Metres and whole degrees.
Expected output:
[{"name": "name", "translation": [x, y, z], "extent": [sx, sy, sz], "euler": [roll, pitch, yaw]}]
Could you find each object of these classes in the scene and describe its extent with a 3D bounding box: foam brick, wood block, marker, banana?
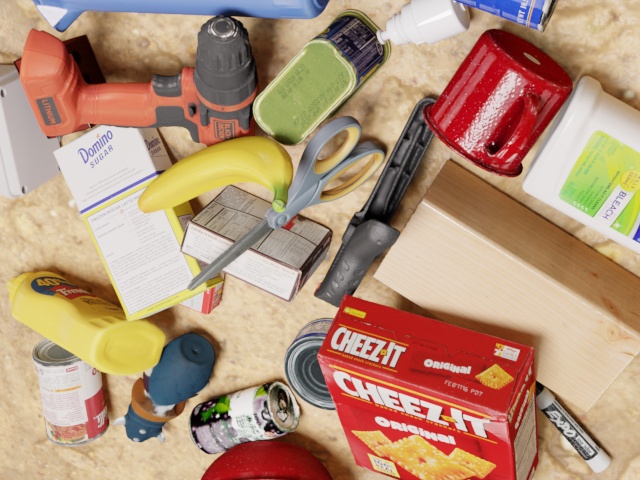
[{"name": "foam brick", "translation": [-0.232, -0.141, 0.977], "extent": [0.051, 0.053, 0.078], "euler": [-11, 111, 26]}, {"name": "wood block", "translation": [0.162, 0.035, 0.884], "extent": [0.206, 0.090, 0.091], "euler": [32, 123, 4]}, {"name": "marker", "translation": [0.217, 0.161, 0.965], "extent": [0.121, 0.020, 0.020], "euler": [48, 122, -6]}, {"name": "banana", "translation": [-0.082, -0.055, 0.885], "extent": [0.198, 0.069, 0.037], "euler": [-1, 132, 49]}]

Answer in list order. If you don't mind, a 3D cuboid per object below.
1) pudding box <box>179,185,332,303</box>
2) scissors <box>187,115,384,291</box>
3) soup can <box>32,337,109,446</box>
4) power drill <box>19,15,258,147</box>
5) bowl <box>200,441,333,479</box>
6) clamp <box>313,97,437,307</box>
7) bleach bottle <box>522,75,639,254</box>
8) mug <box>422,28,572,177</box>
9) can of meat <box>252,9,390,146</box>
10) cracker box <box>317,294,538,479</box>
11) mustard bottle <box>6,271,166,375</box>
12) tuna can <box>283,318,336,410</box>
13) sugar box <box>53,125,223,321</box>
[{"name": "pudding box", "translation": [-0.056, 0.001, 0.955], "extent": [0.113, 0.090, 0.039], "euler": [23, 121, 10]}, {"name": "scissors", "translation": [-0.032, -0.036, 0.880], "extent": [0.016, 0.201, 0.096], "euler": [48, 161, 32]}, {"name": "soup can", "translation": [-0.265, 0.156, 1.131], "extent": [0.069, 0.068, 0.102], "euler": [6, 116, 19]}, {"name": "power drill", "translation": [-0.144, -0.128, 0.873], "extent": [0.187, 0.057, 0.184], "euler": [6, 155, 0]}, {"name": "bowl", "translation": [-0.053, 0.243, 1.071], "extent": [0.162, 0.055, 0.162], "euler": [-1, 148, -1]}, {"name": "clamp", "translation": [0.044, -0.015, 0.903], "extent": [0.036, 0.164, 0.210], "euler": [27, 146, -2]}, {"name": "bleach bottle", "translation": [0.288, -0.024, 0.820], "extent": [0.251, 0.068, 0.103], "euler": [28, 123, 4]}, {"name": "mug", "translation": [0.139, -0.102, 0.812], "extent": [0.093, 0.117, 0.082], "euler": [25, 119, -15]}, {"name": "can of meat", "translation": [0.000, -0.131, 0.869], "extent": [0.057, 0.083, 0.102], "euler": [44, 123, -3]}, {"name": "cracker box", "translation": [0.098, 0.149, 0.917], "extent": [0.164, 0.072, 0.213], "euler": [15, 150, 22]}, {"name": "mustard bottle", "translation": [-0.249, 0.074, 1.061], "extent": [0.192, 0.096, 0.058], "euler": [21, 97, 36]}, {"name": "tuna can", "translation": [0.009, 0.120, 1.021], "extent": [0.086, 0.033, 0.086], "euler": [9, 118, 18]}, {"name": "sugar box", "translation": [-0.168, -0.022, 0.987], "extent": [0.093, 0.048, 0.176], "euler": [-24, 86, 21]}]
